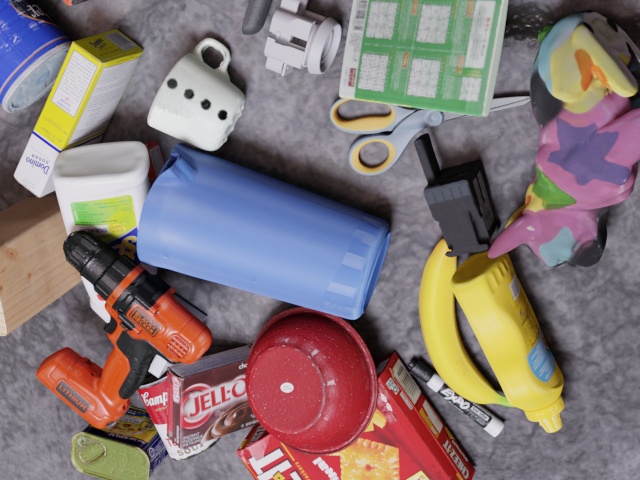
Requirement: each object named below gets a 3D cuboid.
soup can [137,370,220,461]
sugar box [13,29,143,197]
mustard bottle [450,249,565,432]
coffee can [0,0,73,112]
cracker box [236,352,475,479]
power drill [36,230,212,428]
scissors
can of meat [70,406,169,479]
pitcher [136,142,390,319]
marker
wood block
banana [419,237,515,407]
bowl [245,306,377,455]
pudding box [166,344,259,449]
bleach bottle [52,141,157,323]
[{"bbox_3d":[-0.165,0.196,1.244,0.069,0.068,0.102,-19,103,24],"label":"soup can"},{"bbox_3d":[-0.259,-0.136,1.139,0.048,0.093,0.176,38,116,5],"label":"sugar box"},{"bbox_3d":[0.196,0.107,1.067,0.058,0.096,0.191,-22,101,25],"label":"mustard bottle"},{"bbox_3d":[-0.342,-0.221,1.132,0.140,0.102,0.103,47,117,-1],"label":"coffee can"},{"bbox_3d":[0.037,0.246,1.189,0.214,0.072,0.164,-31,96,27],"label":"cracker box"},{"bbox_3d":[-0.227,0.099,1.129,0.184,0.057,0.188,41,123,0],"label":"power drill"},{"bbox_3d":[0.106,-0.106,1.065,0.202,0.016,0.096,7,113,17],"label":"scissors"},{"bbox_3d":[-0.233,0.243,1.276,0.102,0.083,0.057,12,113,15],"label":"can of meat"},{"bbox_3d":[-0.057,0.001,1.110,0.243,0.149,0.145,18,100,8],"label":"pitcher"},{"bbox_3d":[0.145,0.168,1.151,0.121,0.020,0.020,37,117,4],"label":"marker"},{"bbox_3d":[-0.328,0.022,1.159,0.091,0.205,0.090,-2,109,19],"label":"wood block"},{"bbox_3d":[0.141,0.095,1.119,0.069,0.037,0.198,-22,103,7],"label":"banana"},{"bbox_3d":[-0.023,0.153,1.124,0.162,0.055,0.162,2,94,29],"label":"bowl"},{"bbox_3d":[-0.117,0.174,1.196,0.039,0.113,0.090,28,122,45],"label":"pudding box"},{"bbox_3d":[-0.217,0.012,1.168,0.102,0.068,0.251,-6,131,1],"label":"bleach bottle"}]
